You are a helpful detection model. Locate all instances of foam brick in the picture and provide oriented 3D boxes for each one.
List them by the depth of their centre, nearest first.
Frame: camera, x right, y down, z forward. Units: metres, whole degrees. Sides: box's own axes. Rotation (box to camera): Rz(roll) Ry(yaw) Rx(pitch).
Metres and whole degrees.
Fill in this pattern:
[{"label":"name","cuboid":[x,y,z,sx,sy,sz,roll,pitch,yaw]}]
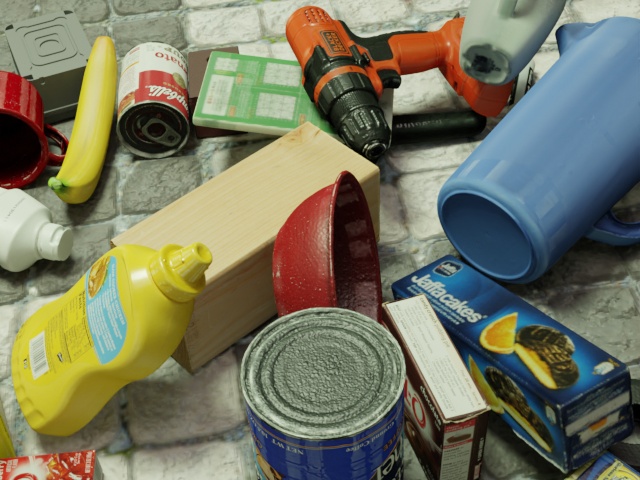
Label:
[{"label":"foam brick","cuboid":[-0.101,-0.146,1.049,0.053,0.051,0.078,-7,45,-2]}]

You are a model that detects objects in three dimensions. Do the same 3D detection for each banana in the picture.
[{"label":"banana","cuboid":[-0.216,-0.102,0.998,0.037,0.070,0.197,11,52,-7]}]

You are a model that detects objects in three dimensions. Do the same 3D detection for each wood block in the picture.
[{"label":"wood block","cuboid":[-0.056,0.001,0.870,0.205,0.090,0.091,-34,52,-27]}]

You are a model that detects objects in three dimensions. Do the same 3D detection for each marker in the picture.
[{"label":"marker","cuboid":[0.194,-0.138,1.041,0.020,0.020,0.121,8,46,12]}]

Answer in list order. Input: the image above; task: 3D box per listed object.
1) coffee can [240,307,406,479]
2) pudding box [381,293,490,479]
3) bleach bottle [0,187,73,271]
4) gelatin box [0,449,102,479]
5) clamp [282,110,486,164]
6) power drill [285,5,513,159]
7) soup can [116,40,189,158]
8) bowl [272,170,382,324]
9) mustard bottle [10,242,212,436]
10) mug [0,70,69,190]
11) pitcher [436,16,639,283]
[{"label":"coffee can","cuboid":[0.005,0.128,0.701,0.103,0.140,0.103,-2,45,2]},{"label":"pudding box","cuboid":[0.077,0.107,0.752,0.039,0.090,0.113,-17,46,-13]},{"label":"bleach bottle","cuboid":[-0.339,-0.015,0.929,0.251,0.068,0.102,11,47,12]},{"label":"gelatin box","cuboid":[-0.191,0.190,0.732,0.073,0.030,0.089,-6,44,-1]},{"label":"clamp","cuboid":[0.044,-0.103,1.006,0.165,0.036,0.209,29,52,28]},{"label":"power drill","cuboid":[0.077,-0.146,0.963,0.187,0.057,0.184,-5,50,-25]},{"label":"soup can","cuboid":[-0.161,-0.138,1.033,0.068,0.068,0.102,-6,45,-2]},{"label":"bowl","cuboid":[0.004,0.031,0.793,0.055,0.162,0.162,-6,43,14]},{"label":"mustard bottle","cuboid":[-0.145,0.058,0.761,0.192,0.058,0.096,-37,51,30]},{"label":"mug","cuboid":[-0.291,-0.103,1.004,0.117,0.093,0.081,16,33,-24]},{"label":"pitcher","cuboid":[0.217,-0.067,0.903,0.149,0.145,0.242,20,52,41]}]
